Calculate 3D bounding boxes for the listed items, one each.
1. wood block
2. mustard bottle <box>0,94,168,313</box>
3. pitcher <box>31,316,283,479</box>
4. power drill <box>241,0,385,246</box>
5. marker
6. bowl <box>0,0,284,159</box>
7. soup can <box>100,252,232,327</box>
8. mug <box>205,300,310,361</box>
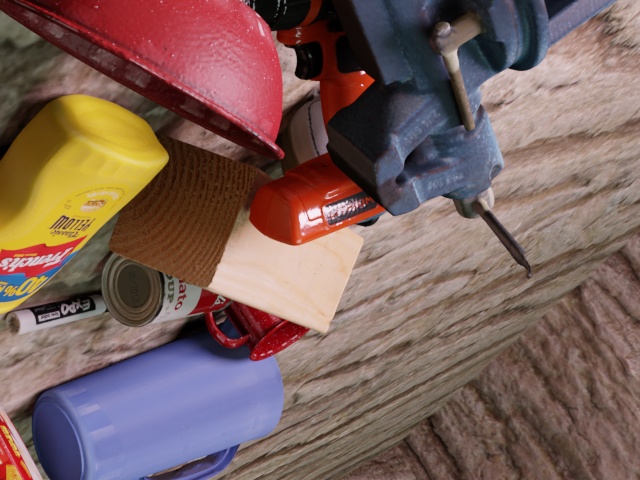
[{"bbox_3d":[-0.056,0.002,0.807,0.090,0.091,0.205,-68,155,-4],"label":"wood block"},{"bbox_3d":[-0.188,-0.007,0.672,0.192,0.058,0.096,-42,161,20],"label":"mustard bottle"},{"bbox_3d":[-0.166,0.183,1.096,0.242,0.149,0.145,-15,166,-43],"label":"pitcher"},{"bbox_3d":[-0.007,-0.094,0.659,0.184,0.057,0.188,-21,126,-34],"label":"power drill"},{"bbox_3d":[-0.205,0.058,0.881,0.020,0.020,0.120,-47,160,31],"label":"marker"},{"bbox_3d":[-0.077,-0.101,0.519,0.055,0.162,0.162,-61,162,-1],"label":"bowl"},{"bbox_3d":[-0.124,0.033,0.887,0.069,0.068,0.102,-45,161,27],"label":"soup can"},{"bbox_3d":[-0.064,0.067,1.074,0.117,0.081,0.093,-26,161,-31],"label":"mug"}]
